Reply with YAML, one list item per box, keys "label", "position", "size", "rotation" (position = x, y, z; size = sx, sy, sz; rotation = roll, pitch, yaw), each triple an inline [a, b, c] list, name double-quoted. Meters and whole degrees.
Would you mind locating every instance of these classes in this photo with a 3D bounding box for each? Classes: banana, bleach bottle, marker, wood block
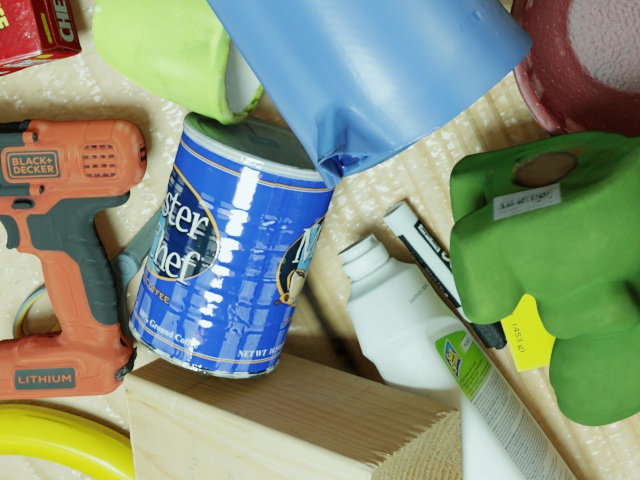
- label: "banana"
  position: [-0.194, 0.159, 0.798]
  size: [0.198, 0.037, 0.070]
  rotation: [9, 119, 7]
- label: "bleach bottle"
  position: [0.092, 0.105, 0.706]
  size: [0.068, 0.102, 0.251]
  rotation: [-31, 94, 25]
- label: "marker"
  position: [0.085, 0.025, 0.710]
  size: [0.020, 0.020, 0.121]
  rotation: [-36, 100, 19]
- label: "wood block"
  position: [-0.020, 0.134, 0.679]
  size: [0.206, 0.090, 0.090]
  rotation: [13, 115, 39]

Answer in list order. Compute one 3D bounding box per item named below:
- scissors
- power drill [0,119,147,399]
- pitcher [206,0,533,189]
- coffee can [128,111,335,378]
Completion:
- label: "scissors"
  position: [-0.130, 0.036, 0.753]
  size: [0.202, 0.016, 0.096]
  rotation: [-31, 104, 18]
- label: "power drill"
  position: [-0.201, 0.011, 0.710]
  size: [0.184, 0.057, 0.188]
  rotation: [-2, 108, 6]
- label: "pitcher"
  position: [-0.005, -0.163, 0.558]
  size: [0.145, 0.149, 0.243]
  rotation: [-36, 100, 3]
- label: "coffee can"
  position: [-0.054, 0.001, 0.674]
  size: [0.103, 0.102, 0.140]
  rotation: [19, 107, 2]
